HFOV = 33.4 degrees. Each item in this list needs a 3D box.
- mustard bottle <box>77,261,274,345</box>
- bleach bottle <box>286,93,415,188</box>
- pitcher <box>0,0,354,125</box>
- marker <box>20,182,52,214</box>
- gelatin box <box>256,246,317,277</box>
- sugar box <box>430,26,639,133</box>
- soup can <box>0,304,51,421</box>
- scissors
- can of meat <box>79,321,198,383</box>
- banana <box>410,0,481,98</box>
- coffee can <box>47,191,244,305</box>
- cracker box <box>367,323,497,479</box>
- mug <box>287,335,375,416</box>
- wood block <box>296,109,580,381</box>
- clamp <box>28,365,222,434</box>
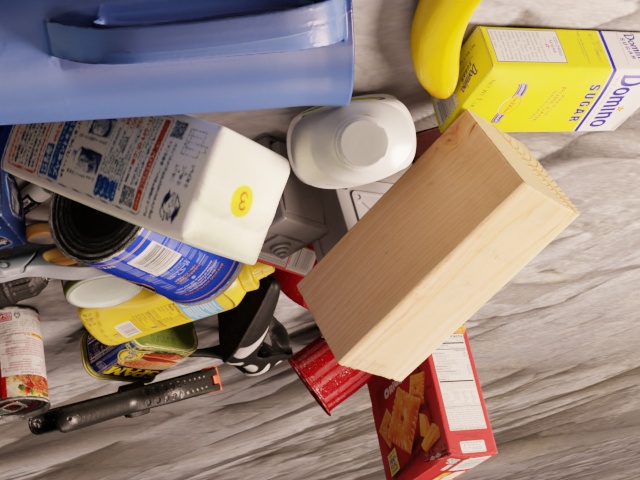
[{"bbox_3d":[-0.138,0.049,1.063,0.192,0.058,0.096,-16,151,8],"label":"mustard bottle"},{"bbox_3d":[0.028,-0.069,0.743,0.102,0.068,0.251,-12,-174,-2],"label":"bleach bottle"},{"bbox_3d":[-0.102,-0.128,0.602,0.242,0.145,0.149,-8,159,-6],"label":"pitcher"},{"bbox_3d":[-0.264,-0.020,0.894,0.121,0.020,0.020,-30,151,33],"label":"marker"},{"bbox_3d":[-0.057,0.001,0.988,0.073,0.030,0.089,24,-178,40],"label":"gelatin box"},{"bbox_3d":[0.186,-0.127,0.861,0.176,0.048,0.093,-1,154,-22],"label":"sugar box"},{"bbox_3d":[-0.313,0.124,1.082,0.068,0.102,0.068,-11,156,-5],"label":"soup can"},{"bbox_3d":[-0.262,0.015,0.868,0.201,0.096,0.016,-6,120,-41],"label":"scissors"},{"bbox_3d":[-0.198,0.113,1.176,0.084,0.057,0.101,-33,149,33],"label":"can of meat"},{"bbox_3d":[0.102,-0.161,0.741,0.069,0.037,0.198,16,148,-15],"label":"banana"},{"bbox_3d":[-0.138,-0.012,0.875,0.103,0.103,0.140,-23,154,20],"label":"coffee can"},{"bbox_3d":[0.122,0.185,1.302,0.072,0.214,0.164,1,152,-25],"label":"cracker box"},{"bbox_3d":[0.013,0.154,1.331,0.081,0.093,0.117,-36,-160,-8],"label":"mug"},{"bbox_3d":[0.091,0.009,0.860,0.090,0.091,0.206,22,120,-45],"label":"wood block"},{"bbox_3d":[-0.211,0.175,1.160,0.209,0.036,0.165,-12,176,-33],"label":"clamp"}]
